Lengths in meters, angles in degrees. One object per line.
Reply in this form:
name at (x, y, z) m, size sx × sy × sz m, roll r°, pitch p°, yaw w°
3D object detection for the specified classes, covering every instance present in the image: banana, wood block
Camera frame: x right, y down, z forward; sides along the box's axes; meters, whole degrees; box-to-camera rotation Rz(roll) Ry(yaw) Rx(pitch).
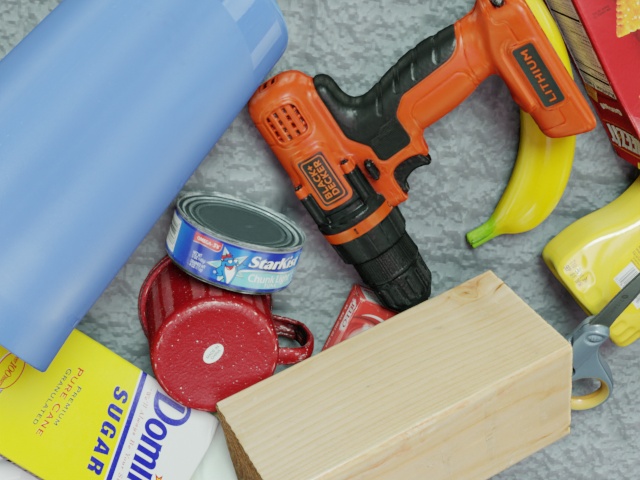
banana at (0.137, -0.085, 0.707) m, size 0.069 × 0.037 × 0.198 m, roll -5°, pitch 112°, yaw -9°
wood block at (0.050, 0.115, 0.684) m, size 0.205 × 0.091 × 0.090 m, roll -24°, pitch 131°, yaw -17°

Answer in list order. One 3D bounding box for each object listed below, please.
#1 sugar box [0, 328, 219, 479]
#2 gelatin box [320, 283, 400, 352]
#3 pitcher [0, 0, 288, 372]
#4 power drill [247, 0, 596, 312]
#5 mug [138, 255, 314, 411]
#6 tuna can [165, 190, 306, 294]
sugar box at (-0.161, 0.111, 0.688) m, size 0.176 × 0.048 × 0.093 m, roll 33°, pitch 69°, yaw -9°
gelatin box at (0.048, 0.081, 0.759) m, size 0.089 × 0.030 × 0.073 m, roll 22°, pitch 105°, yaw -18°
pitcher at (-0.131, -0.057, 0.601) m, size 0.242 × 0.149 × 0.145 m, roll -51°, pitch 132°, yaw -12°
power drill at (0.073, -0.059, 0.675) m, size 0.188 × 0.057 × 0.184 m, roll -30°, pitch 111°, yaw 15°
mug at (-0.061, 0.061, 0.703) m, size 0.117 × 0.081 × 0.093 m, roll 12°, pitch 108°, yaw -15°
tuna can at (-0.054, 0.001, 0.679) m, size 0.086 × 0.086 × 0.034 m, roll 14°, pitch 109°, yaw -16°
